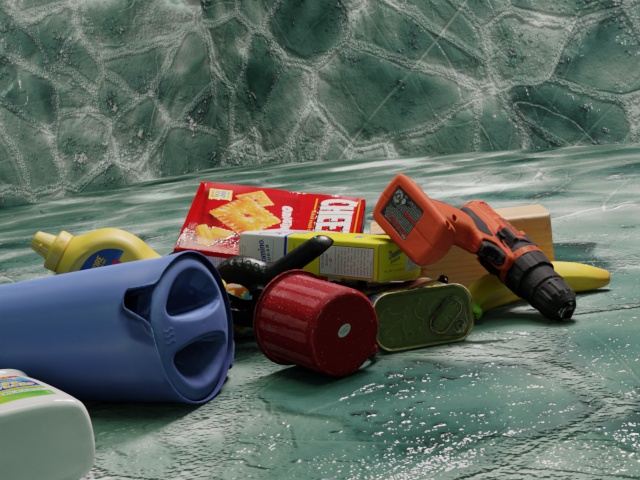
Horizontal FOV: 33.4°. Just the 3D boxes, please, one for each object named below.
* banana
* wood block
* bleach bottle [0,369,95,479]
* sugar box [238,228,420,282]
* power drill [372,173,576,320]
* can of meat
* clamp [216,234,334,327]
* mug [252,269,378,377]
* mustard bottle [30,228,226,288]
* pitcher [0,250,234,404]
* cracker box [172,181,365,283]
[{"bbox_3d":[0.224,0.053,1.167,0.197,0.037,0.070,-14,34,-28],"label":"banana"},{"bbox_3d":[0.165,0.016,1.260,0.206,0.091,0.090,-6,9,4],"label":"wood block"},{"bbox_3d":[-0.261,0.142,0.847,0.102,0.068,0.251,-11,7,-28],"label":"bleach bottle"},{"bbox_3d":[0.009,0.013,1.121,0.176,0.048,0.093,7,6,33],"label":"sugar box"},{"bbox_3d":[0.155,0.007,1.078,0.187,0.057,0.185,18,21,-41],"label":"power drill"},{"bbox_3d":[0.090,0.071,1.065,0.102,0.057,0.084,-8,6,-13],"label":"can of meat"},{"bbox_3d":[-0.050,0.043,1.074,0.172,0.120,0.039,6,22,18],"label":"clamp"},{"bbox_3d":[0.006,0.083,0.989,0.117,0.093,0.082,33,-13,-36],"label":"mug"},{"bbox_3d":[-0.196,0.042,1.056,0.191,0.096,0.058,28,20,-7],"label":"mustard bottle"},{"bbox_3d":[-0.206,0.091,0.983,0.243,0.149,0.144,-6,23,25],"label":"pitcher"},{"bbox_3d":[-0.058,0.002,1.293,0.214,0.072,0.164,6,32,5],"label":"cracker box"}]
